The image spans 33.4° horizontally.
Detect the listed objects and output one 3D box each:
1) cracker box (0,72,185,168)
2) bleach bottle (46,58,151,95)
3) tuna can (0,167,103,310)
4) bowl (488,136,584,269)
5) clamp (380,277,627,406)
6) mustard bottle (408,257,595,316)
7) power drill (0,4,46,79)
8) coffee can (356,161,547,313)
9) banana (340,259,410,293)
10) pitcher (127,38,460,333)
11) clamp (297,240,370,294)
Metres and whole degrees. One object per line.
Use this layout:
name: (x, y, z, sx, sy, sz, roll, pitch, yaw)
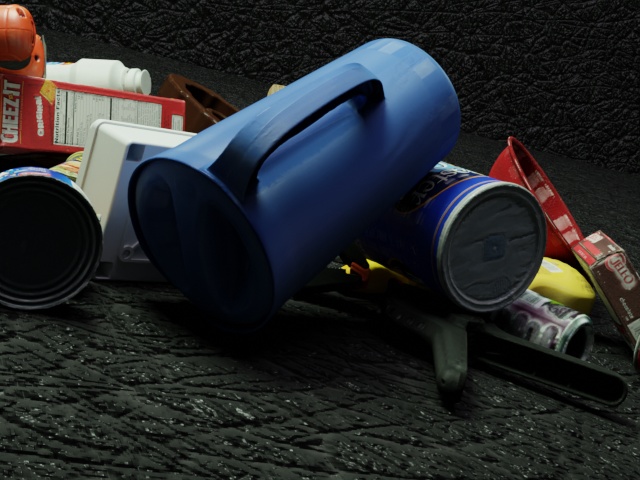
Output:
cracker box: (-0.258, -0.103, 0.991, 0.164, 0.072, 0.213, 1, 0, 41)
bleach bottle: (-0.302, -0.166, 1.154, 0.251, 0.068, 0.102, 0, 7, 14)
tuna can: (-0.180, -0.002, 0.665, 0.086, 0.086, 0.034, 12, 11, -19)
bowl: (0.218, -0.026, 1.107, 0.162, 0.055, 0.162, 48, 21, -26)
clamp: (0.118, 0.077, 0.809, 0.164, 0.036, 0.210, 10, 12, -25)
mustard bottle: (0.158, 0.041, 0.982, 0.191, 0.058, 0.096, 7, 19, -37)
power drill: (-0.326, -0.167, 0.931, 0.184, 0.057, 0.187, 1, 2, -1)
coffee can: (0.098, -0.011, 0.863, 0.102, 0.103, 0.140, 8, 11, -33)
banana: (0.070, 0.015, 0.999, 0.070, 0.037, 0.197, 11, 21, 13)
pitcher: (-0.004, -0.057, 0.754, 0.149, 0.145, 0.242, 4, 33, 46)
clamp: (-0.032, -0.017, 0.884, 0.171, 0.120, 0.039, 20, -7, 2)
